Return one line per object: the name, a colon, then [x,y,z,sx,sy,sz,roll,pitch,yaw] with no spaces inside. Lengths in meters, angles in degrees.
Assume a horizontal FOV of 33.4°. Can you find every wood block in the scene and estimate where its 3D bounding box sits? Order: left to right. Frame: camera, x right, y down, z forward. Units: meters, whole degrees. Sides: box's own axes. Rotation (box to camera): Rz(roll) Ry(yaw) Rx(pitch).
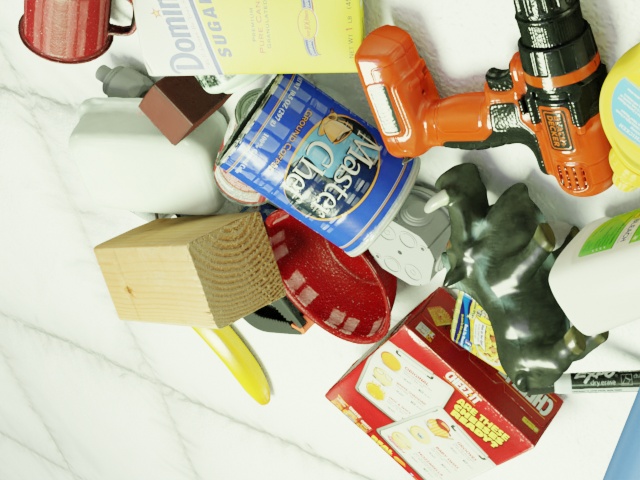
wood block: [-0.139,0.030,1.095,0.207,0.090,0.091,-1,110,53]

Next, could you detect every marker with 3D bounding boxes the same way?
marker: [0.229,0.119,0.894,0.121,0.020,0.020,-4,131,10]

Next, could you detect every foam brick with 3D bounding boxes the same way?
foam brick: [-0.122,-0.137,1.003,0.053,0.078,0.051,48,146,-5]

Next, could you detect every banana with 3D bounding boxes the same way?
banana: [-0.123,0.129,1.342,0.198,0.037,0.070,49,165,-3]

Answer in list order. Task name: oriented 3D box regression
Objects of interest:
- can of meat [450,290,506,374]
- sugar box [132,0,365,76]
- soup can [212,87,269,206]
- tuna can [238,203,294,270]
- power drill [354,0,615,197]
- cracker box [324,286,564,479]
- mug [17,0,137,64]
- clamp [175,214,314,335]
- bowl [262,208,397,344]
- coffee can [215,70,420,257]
can of meat: [0.165,0.071,0.934,0.084,0.057,0.102,32,146,22]
sugar box: [-0.055,-0.177,0.831,0.176,0.048,0.093,-2,127,6]
soup can: [-0.058,-0.086,0.996,0.068,0.068,0.102,40,147,7]
tuna can: [-0.057,0.001,1.124,0.086,0.033,0.086,29,144,23]
power drill: [0.117,-0.118,0.776,0.188,0.057,0.184,11,134,42]
cracker box: [0.117,0.158,1.070,0.164,0.072,0.214,43,147,3]
mug: [-0.230,-0.228,1.025,0.117,0.093,0.082,13,141,-7]
clamp: [-0.096,0.040,1.207,0.210,0.036,0.164,24,137,27]
bowl: [0.020,0.022,1.036,0.162,0.055,0.162,32,145,26]
coffee can: [-0.002,-0.066,0.893,0.140,0.102,0.103,34,149,-11]
